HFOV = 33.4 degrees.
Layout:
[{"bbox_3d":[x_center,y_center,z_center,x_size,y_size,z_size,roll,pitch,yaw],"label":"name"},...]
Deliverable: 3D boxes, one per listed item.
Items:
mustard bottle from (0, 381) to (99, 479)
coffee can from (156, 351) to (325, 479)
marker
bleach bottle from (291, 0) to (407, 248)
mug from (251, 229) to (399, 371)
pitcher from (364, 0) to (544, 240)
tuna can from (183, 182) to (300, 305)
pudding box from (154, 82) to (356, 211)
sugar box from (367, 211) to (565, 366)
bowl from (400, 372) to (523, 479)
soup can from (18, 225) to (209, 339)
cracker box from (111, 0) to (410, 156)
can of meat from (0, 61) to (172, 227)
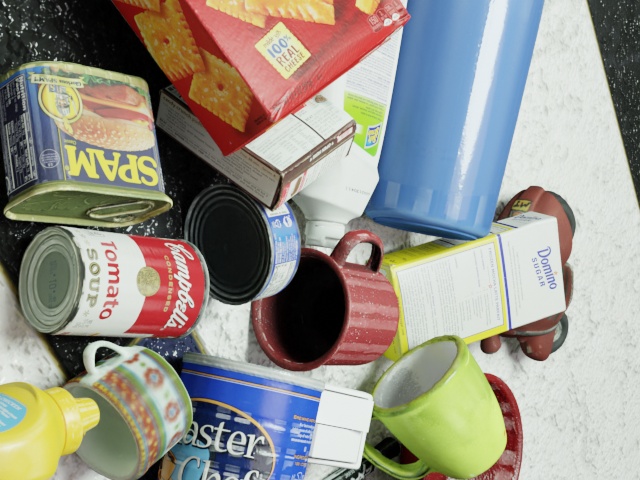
[{"bbox_3d":[-0.204,0.117,0.585,0.191,0.096,0.058,-11,101,-47],"label":"mustard bottle"},{"bbox_3d":[-0.060,0.157,0.743,0.102,0.103,0.140,22,77,-47],"label":"coffee can"},{"bbox_3d":[0.028,0.197,0.908,0.120,0.020,0.020,-23,109,-45],"label":"marker"},{"bbox_3d":[0.013,-0.120,0.838,0.102,0.068,0.251,9,88,-48],"label":"bleach bottle"},{"bbox_3d":[0.013,0.045,0.822,0.081,0.093,0.117,11,107,-53],"label":"mug"},{"bbox_3d":[0.112,-0.126,0.911,0.149,0.145,0.243,13,87,-35],"label":"pitcher"},{"bbox_3d":[-0.055,0.001,0.751,0.033,0.086,0.086,-13,102,-49],"label":"tuna can"},{"bbox_3d":[-0.045,-0.082,0.742,0.089,0.113,0.039,-40,156,-39],"label":"pudding box"},{"bbox_3d":[0.132,0.040,0.950,0.176,0.048,0.093,-16,106,-25],"label":"sugar box"},{"bbox_3d":[0.122,0.199,0.986,0.161,0.055,0.162,-4,96,-48],"label":"bowl"},{"bbox_3d":[-0.131,0.028,0.682,0.102,0.069,0.068,8,87,-47],"label":"soup can"},{"bbox_3d":[-0.058,-0.187,0.694,0.164,0.072,0.213,-42,100,-39],"label":"cracker box"},{"bbox_3d":[-0.146,-0.058,0.653,0.101,0.058,0.084,5,69,-49],"label":"can of meat"}]
